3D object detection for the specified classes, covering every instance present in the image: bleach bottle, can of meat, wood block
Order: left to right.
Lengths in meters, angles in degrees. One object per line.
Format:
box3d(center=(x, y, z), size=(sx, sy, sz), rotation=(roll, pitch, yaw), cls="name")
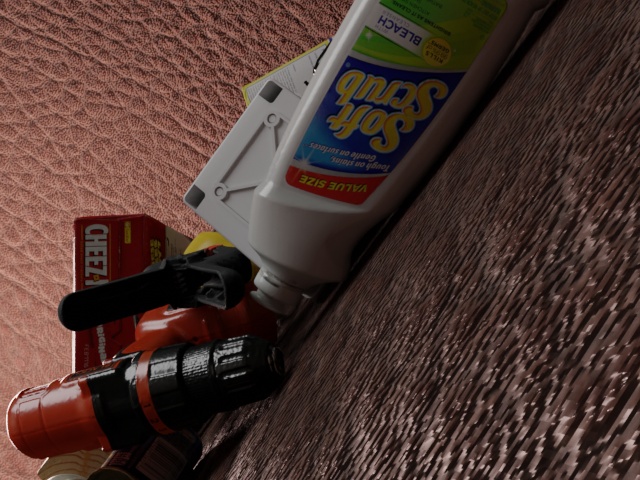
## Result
box3d(center=(-0.212, 0.205, 1.105), size=(0.091, 0.090, 0.206), rotation=(-53, 4, 1), cls="wood block")
box3d(center=(-0.130, 0.172, 0.717), size=(0.102, 0.057, 0.083), rotation=(-51, 2, 26), cls="can of meat")
box3d(center=(0.035, -0.065, 0.645), size=(0.251, 0.102, 0.068), rotation=(-61, -4, 9), cls="bleach bottle")

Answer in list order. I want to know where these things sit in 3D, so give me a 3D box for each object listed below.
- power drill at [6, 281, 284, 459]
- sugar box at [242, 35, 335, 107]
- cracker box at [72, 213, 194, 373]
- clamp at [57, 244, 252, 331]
box3d(center=(-0.090, 0.079, 0.709), size=(0.185, 0.057, 0.187), rotation=(-14, 7, 17), cls="power drill")
box3d(center=(0.010, -0.159, 1.127), size=(0.176, 0.093, 0.048), rotation=(-25, -23, 12), cls="sugar box")
box3d(center=(-0.164, 0.069, 0.979), size=(0.213, 0.072, 0.164), rotation=(44, -136, -82), cls="cracker box")
box3d(center=(-0.102, 0.030, 0.720), size=(0.171, 0.120, 0.039), rotation=(-54, -41, -85), cls="clamp")
